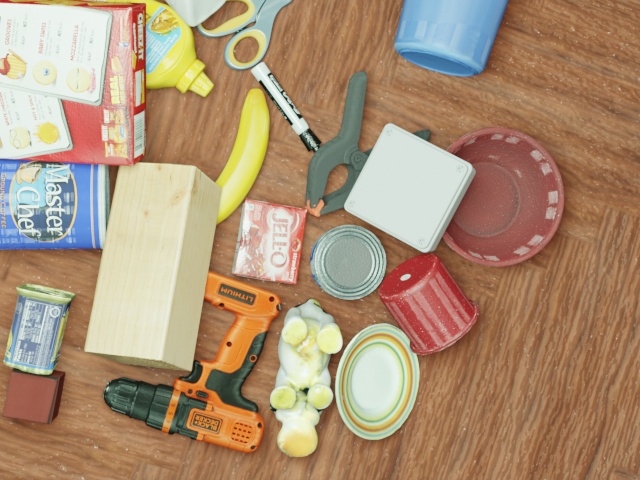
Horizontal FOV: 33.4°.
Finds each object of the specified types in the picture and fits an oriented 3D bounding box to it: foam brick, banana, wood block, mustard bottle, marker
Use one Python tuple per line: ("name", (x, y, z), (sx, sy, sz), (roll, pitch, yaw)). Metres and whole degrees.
("foam brick", (-0.310, 0.166, 1.161), (0.051, 0.078, 0.053), (11, 85, -8))
("banana", (-0.107, -0.079, 1.215), (0.069, 0.037, 0.198), (38, 84, -8))
("wood block", (-0.176, 0.028, 1.141), (0.090, 0.090, 0.206), (5, 78, 17))
("mustard bottle", (-0.200, -0.227, 1.195), (0.191, 0.058, 0.096), (38, 86, -5))
("marker", (-0.038, -0.152, 1.236), (0.020, 0.020, 0.121), (-36, 94, -8))

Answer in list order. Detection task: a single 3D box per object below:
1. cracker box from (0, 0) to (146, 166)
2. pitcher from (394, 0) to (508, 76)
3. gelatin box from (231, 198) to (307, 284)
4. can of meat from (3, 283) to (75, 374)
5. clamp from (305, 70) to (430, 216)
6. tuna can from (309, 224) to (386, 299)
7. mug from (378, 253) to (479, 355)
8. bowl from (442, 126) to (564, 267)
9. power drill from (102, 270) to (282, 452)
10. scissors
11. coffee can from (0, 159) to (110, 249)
("cracker box", (-0.290, -0.169, 1.114), (0.214, 0.072, 0.164), (4, 107, 6))
("pitcher", (0.158, -0.320, 1.213), (0.149, 0.145, 0.243), (16, 89, 13))
("gelatin box", (-0.058, 0.001, 1.224), (0.073, 0.030, 0.089), (10, 88, -9))
("can of meat", (-0.304, 0.095, 1.152), (0.057, 0.102, 0.084), (13, 89, -9))
("clamp", (0.035, -0.107, 1.230), (0.171, 0.039, 0.120), (-45, 104, -9))
("tuna can", (0.031, 0.025, 1.234), (0.086, 0.034, 0.086), (0, 89, -8))
("mug", (0.124, 0.062, 1.216), (0.081, 0.093, 0.117), (54, 39, -19))
("bowl", (0.200, -0.050, 1.249), (0.162, 0.055, 0.162), (0, 89, -8))
("power drill", (-0.133, 0.130, 1.199), (0.184, 0.057, 0.187), (18, 88, -7))
("scissors", (-0.043, -0.262, 1.240), (0.201, 0.016, 0.096), (-18, 93, -8))
("coffee can", (-0.301, -0.041, 1.154), (0.140, 0.103, 0.103), (-1, 89, -8))
